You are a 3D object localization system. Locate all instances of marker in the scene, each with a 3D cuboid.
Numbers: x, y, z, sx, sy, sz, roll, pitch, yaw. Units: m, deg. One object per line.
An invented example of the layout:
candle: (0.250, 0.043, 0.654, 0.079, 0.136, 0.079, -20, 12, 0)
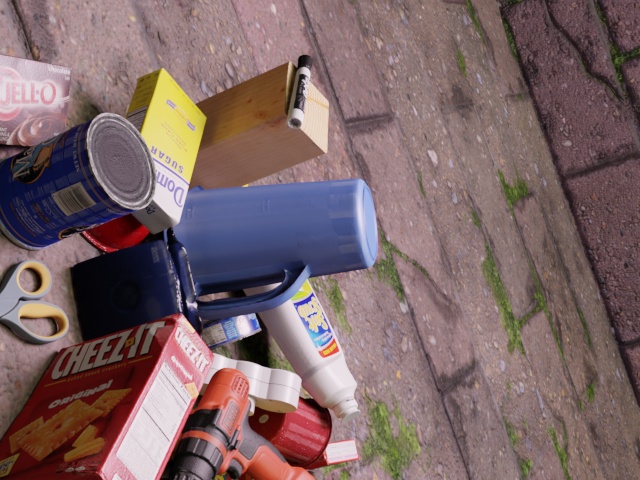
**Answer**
marker: (-0.024, -0.179, 1.265, 0.020, 0.020, 0.121, 48, 35, -36)

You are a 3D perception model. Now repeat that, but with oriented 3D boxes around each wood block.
wood block: (-0.101, -0.132, 1.343, 0.090, 0.206, 0.090, 42, 39, -41)

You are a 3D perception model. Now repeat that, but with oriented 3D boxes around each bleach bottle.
bleach bottle: (-0.018, 0.124, 1.390, 0.102, 0.068, 0.251, 11, 42, -56)

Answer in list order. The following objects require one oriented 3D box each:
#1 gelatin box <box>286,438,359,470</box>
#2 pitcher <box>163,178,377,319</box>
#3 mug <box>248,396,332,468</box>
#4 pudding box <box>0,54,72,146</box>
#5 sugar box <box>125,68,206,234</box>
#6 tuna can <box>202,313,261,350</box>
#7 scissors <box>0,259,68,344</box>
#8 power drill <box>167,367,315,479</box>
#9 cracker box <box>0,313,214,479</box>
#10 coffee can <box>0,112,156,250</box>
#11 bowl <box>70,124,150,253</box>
gelatin box: (-0.002, 0.284, 1.405, 0.089, 0.073, 0.030, 8, 66, -59)
pitcher: (-0.058, 0.002, 1.277, 0.145, 0.243, 0.149, -45, 127, -75)
mug: (-0.051, 0.225, 1.352, 0.081, 0.093, 0.117, 32, 15, -43)
pudding box: (-0.313, -0.145, 1.114, 0.113, 0.039, 0.090, -3, 103, -63)
sugar box: (-0.186, -0.104, 1.223, 0.093, 0.048, 0.176, 48, 34, -38)
tuna can: (-0.117, 0.108, 1.293, 0.086, 0.086, 0.034, -20, 89, -62)
scissors: (-0.322, 0.050, 1.036, 0.201, 0.016, 0.096, 26, 49, -53)
power drill: (-0.086, 0.259, 1.163, 0.187, 0.057, 0.184, 56, 37, -29)
cracker box: (-0.212, 0.173, 0.997, 0.072, 0.164, 0.213, 58, 30, -26)
coffee can: (-0.254, -0.059, 1.091, 0.102, 0.140, 0.103, 39, 41, -45)
bowl: (-0.229, -0.067, 1.233, 0.162, 0.055, 0.162, 40, 41, -46)
